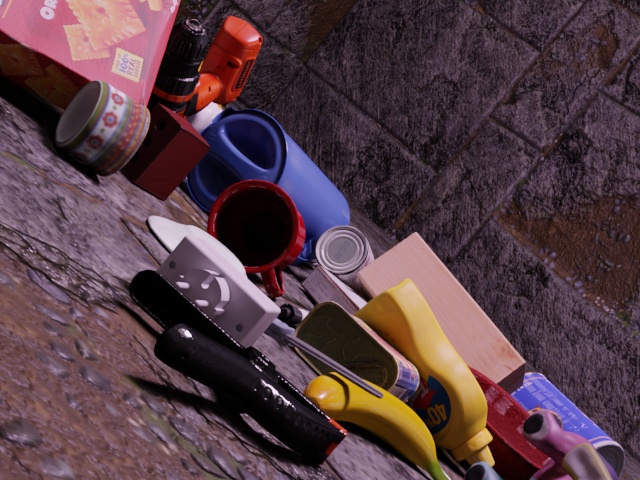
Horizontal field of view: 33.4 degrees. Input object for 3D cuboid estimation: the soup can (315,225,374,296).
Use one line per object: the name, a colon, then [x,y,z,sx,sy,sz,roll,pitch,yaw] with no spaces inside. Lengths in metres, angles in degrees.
soup can: [0.034,0.033,1.330,0.069,0.068,0.102,43,-12,26]

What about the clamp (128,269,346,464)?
clamp: [-0.048,0.087,0.659,0.171,0.039,0.120,39,7,-15]

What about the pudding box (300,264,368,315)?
pudding box: [0.037,0.085,1.240,0.090,0.039,0.114,36,5,-37]

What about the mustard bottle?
mustard bottle: [0.106,0.136,1.019,0.192,0.058,0.096,57,-33,8]

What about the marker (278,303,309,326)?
marker: [-0.011,0.080,1.054,0.020,0.020,0.121,43,6,26]

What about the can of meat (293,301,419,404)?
can of meat: [0.035,0.108,0.958,0.102,0.057,0.083,42,4,24]

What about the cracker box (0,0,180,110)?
cracker box: [-0.250,-0.221,1.017,0.213,0.072,0.164,30,52,-26]

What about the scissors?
scissors: [-0.047,0.063,0.814,0.202,0.016,0.096,32,6,39]

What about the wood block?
wood block: [0.142,0.104,1.263,0.206,0.090,0.090,52,-8,25]

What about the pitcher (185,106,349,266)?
pitcher: [-0.052,-0.049,1.326,0.145,0.149,0.242,20,-8,29]

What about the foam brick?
foam brick: [-0.163,-0.091,1.093,0.053,0.078,0.051,45,6,39]

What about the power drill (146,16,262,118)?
power drill: [-0.137,-0.186,1.183,0.057,0.185,0.187,37,37,6]

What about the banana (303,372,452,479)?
banana: [0.042,0.139,0.847,0.197,0.037,0.070,35,7,-42]

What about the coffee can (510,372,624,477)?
coffee can: [0.276,0.239,1.273,0.102,0.103,0.140,35,8,-44]

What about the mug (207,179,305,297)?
mug: [-0.057,0.001,1.084,0.081,0.093,0.117,35,37,-80]

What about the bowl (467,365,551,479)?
bowl: [0.180,0.203,1.108,0.162,0.055,0.162,39,13,-11]
